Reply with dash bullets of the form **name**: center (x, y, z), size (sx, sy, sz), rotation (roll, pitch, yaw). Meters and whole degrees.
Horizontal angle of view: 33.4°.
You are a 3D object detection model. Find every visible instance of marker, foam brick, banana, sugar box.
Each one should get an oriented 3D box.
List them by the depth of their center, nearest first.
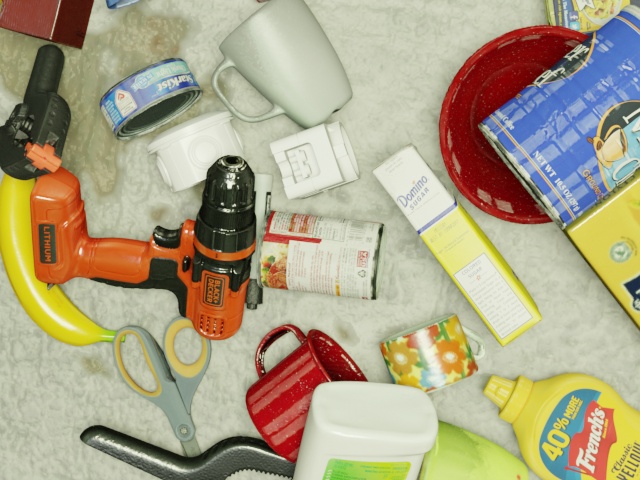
- **sugar box**: center (0.114, 0.001, 0.883), size (0.048, 0.093, 0.176), rotation (-35, 88, 8)
- **foam brick**: center (-0.239, -0.202, 0.935), size (0.051, 0.078, 0.053), rotation (16, 95, 6)
- **marker**: center (-0.056, 0.001, 0.946), size (0.020, 0.020, 0.121), rotation (6, 94, 8)
- **banana**: center (-0.253, 0.020, 0.972), size (0.069, 0.037, 0.198), rotation (-29, 91, -21)

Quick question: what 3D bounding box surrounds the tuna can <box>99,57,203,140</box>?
- **tuna can**: center (-0.146, -0.122, 0.921), size (0.086, 0.086, 0.034), rotation (-30, 87, 9)

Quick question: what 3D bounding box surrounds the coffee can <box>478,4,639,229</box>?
- **coffee can**: center (0.204, -0.091, 0.796), size (0.140, 0.102, 0.103), rotation (-39, 87, 8)

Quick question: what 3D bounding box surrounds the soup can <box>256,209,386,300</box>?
- **soup can**: center (0.002, 0.013, 0.914), size (0.102, 0.068, 0.068), rotation (6, 94, 8)

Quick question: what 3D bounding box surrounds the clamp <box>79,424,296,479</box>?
- **clamp**: center (-0.105, 0.217, 0.944), size (0.210, 0.036, 0.164), rotation (-18, 99, 3)

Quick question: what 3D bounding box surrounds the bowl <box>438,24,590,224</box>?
- **bowl**: center (0.172, -0.097, 0.876), size (0.162, 0.055, 0.162), rotation (-1, 107, -4)

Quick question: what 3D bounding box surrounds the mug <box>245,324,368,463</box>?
- **mug**: center (-0.016, 0.127, 0.916), size (0.081, 0.093, 0.117), rotation (-40, 69, 13)

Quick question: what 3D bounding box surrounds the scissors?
- **scissors**: center (-0.111, 0.154, 0.964), size (0.096, 0.016, 0.202), rotation (-34, 94, 2)

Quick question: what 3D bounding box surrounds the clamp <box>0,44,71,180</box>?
- **clamp**: center (-0.256, -0.092, 0.917), size (0.039, 0.171, 0.120), rotation (27, 110, -28)

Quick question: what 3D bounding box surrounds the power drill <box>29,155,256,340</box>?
- **power drill**: center (-0.146, -0.006, 0.895), size (0.187, 0.057, 0.184), rotation (14, 127, 6)

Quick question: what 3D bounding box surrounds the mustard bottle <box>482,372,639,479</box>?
- **mustard bottle**: center (0.225, 0.166, 0.892), size (0.191, 0.058, 0.096), rotation (28, 90, 7)

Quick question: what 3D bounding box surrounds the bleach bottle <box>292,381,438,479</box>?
- **bleach bottle**: center (0.023, 0.232, 0.885), size (0.102, 0.068, 0.251), rotation (6, 123, -6)
